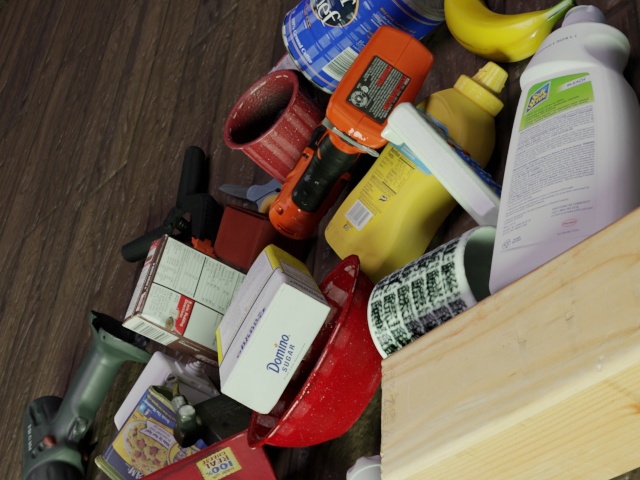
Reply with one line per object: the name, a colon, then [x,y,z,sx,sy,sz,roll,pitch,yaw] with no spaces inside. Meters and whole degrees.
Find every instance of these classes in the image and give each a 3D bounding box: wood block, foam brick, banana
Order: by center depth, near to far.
wood block: [0.136,0.077,0.592,0.206,0.090,0.090,-36,36,37]
banana: [0.144,-0.187,0.899,0.069,0.037,0.198,-40,30,-1]
foam brick: [-0.057,0.001,1.004,0.078,0.052,0.051,20,94,56]

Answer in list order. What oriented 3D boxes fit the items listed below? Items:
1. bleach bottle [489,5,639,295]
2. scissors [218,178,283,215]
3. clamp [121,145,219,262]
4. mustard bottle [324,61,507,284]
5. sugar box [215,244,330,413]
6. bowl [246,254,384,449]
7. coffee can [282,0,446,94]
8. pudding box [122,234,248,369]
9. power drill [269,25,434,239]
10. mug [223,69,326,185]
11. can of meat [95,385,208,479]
bleach bottle: [0.173,-0.064,0.699,0.103,0.068,0.250,-17,44,36]
scissors: [-0.054,-0.062,1.117,0.096,0.016,0.202,-54,29,6]
clamp: [-0.167,-0.012,1.233,0.164,0.036,0.210,-54,28,9]
mustard bottle: [0.083,-0.058,0.843,0.192,0.058,0.096,-55,29,10]
sugar box: [-0.040,0.064,0.828,0.093,0.048,0.176,-60,12,5]
bowl: [0.008,0.093,0.791,0.162,0.055,0.162,-59,9,15]
coffee can: [0.046,-0.216,1.011,0.141,0.102,0.102,-34,37,40]
pudding box: [-0.117,0.059,1.001,0.039,0.113,0.090,-27,41,52]
power drill: [0.032,-0.102,0.908,0.184,0.057,0.188,-61,3,-25]
mug: [-0.030,-0.112,1.031,0.093,0.081,0.117,-18,45,38]
can of meat: [-0.132,0.186,0.930,0.102,0.057,0.084,33,90,29]
